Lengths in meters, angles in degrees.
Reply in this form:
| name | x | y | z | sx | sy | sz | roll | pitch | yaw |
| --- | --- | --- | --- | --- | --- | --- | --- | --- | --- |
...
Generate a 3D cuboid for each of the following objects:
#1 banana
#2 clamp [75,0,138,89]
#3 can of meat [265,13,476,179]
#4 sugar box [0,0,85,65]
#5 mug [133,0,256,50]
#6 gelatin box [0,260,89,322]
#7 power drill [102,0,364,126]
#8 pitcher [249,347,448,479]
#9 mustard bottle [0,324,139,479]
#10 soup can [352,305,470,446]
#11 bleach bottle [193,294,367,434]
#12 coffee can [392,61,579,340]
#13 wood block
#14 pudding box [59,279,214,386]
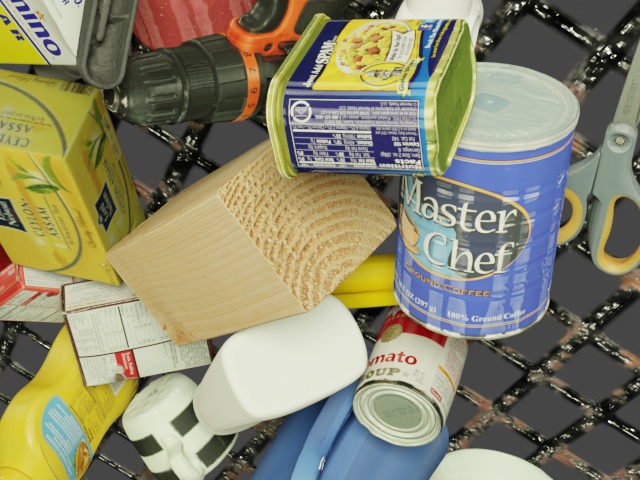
| name | x | y | z | sx | sy | sz | roll | pitch | yaw |
| --- | --- | --- | --- | --- | --- | --- | --- | --- | --- |
| banana | 0.042 | 0.026 | 0.770 | 0.198 | 0.069 | 0.037 | -5 | 100 | 29 |
| clamp | -0.083 | -0.202 | 0.541 | 0.036 | 0.210 | 0.165 | 15 | 142 | -42 |
| can of meat | 0.030 | -0.075 | 0.548 | 0.084 | 0.102 | 0.057 | 3 | 128 | 19 |
| sugar box | -0.204 | -0.161 | 0.683 | 0.177 | 0.048 | 0.093 | 13 | 138 | 49 |
| mug | -0.091 | -0.172 | 0.640 | 0.117 | 0.093 | 0.081 | 46 | 164 | 34 |
| gelatin box | -0.232 | 0.043 | 0.894 | 0.089 | 0.030 | 0.073 | 8 | 152 | -44 |
| power drill | -0.023 | -0.146 | 0.583 | 0.057 | 0.184 | 0.188 | 49 | 136 | 26 |
| pitcher | -0.002 | 0.205 | 0.816 | 0.145 | 0.242 | 0.149 | -25 | 109 | 41 |
| mustard bottle | -0.226 | 0.159 | 0.912 | 0.058 | 0.191 | 0.096 | 0 | 128 | 24 |
| soup can | 0.069 | 0.091 | 0.783 | 0.068 | 0.102 | 0.068 | 13 | 133 | 14 |
| bleach bottle | -0.044 | 0.109 | 0.832 | 0.068 | 0.102 | 0.251 | 64 | 163 | 8 |
| coffee can | 0.098 | -0.025 | 0.658 | 0.103 | 0.102 | 0.140 | 11 | 126 | 15 |
| wood block | -0.054 | 0.001 | 0.716 | 0.091 | 0.090 | 0.206 | 52 | 151 | -10 |
| pudding box | -0.149 | 0.070 | 0.877 | 0.113 | 0.039 | 0.090 | -11 | 129 | -7 |
